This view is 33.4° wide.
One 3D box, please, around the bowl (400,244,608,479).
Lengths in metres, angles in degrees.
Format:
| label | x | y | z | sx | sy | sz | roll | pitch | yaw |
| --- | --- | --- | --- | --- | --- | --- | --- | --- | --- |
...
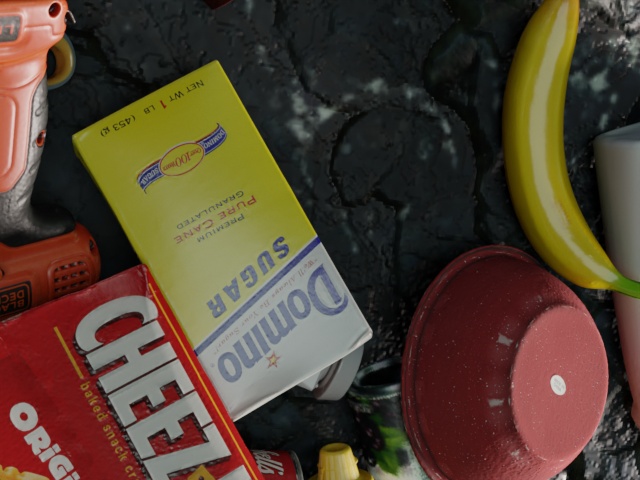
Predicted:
| label | x | y | z | sx | sy | sz | roll | pitch | yaw |
| --- | --- | --- | --- | --- | --- | --- | --- | --- | --- |
| bowl | 0.124 | 0.083 | 0.643 | 0.161 | 0.055 | 0.162 | 0 | 90 | -39 |

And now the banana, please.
| label | x | y | z | sx | sy | sz | roll | pitch | yaw |
| --- | --- | --- | --- | --- | --- | --- | --- | --- | --- |
| banana | 0.147 | -0.053 | 0.662 | 0.070 | 0.037 | 0.198 | -14 | 97 | 15 |

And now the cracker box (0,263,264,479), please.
| label | x | y | z | sx | sy | sz | roll | pitch | yaw |
| --- | --- | --- | --- | --- | --- | --- | --- | --- | --- |
| cracker box | -0.142 | 0.127 | 0.508 | 0.213 | 0.072 | 0.164 | -26 | 83 | -34 |

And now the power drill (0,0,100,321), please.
| label | x | y | z | sx | sy | sz | roll | pitch | yaw |
| --- | --- | --- | --- | --- | --- | --- | --- | --- | --- |
| power drill | -0.190 | -0.031 | 0.511 | 0.184 | 0.057 | 0.188 | -18 | 129 | -40 |

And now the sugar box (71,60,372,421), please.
| label | x | y | z | sx | sy | sz | roll | pitch | yaw |
| --- | --- | --- | --- | --- | --- | --- | --- | --- | --- |
| sugar box | -0.054 | 0.001 | 0.589 | 0.093 | 0.048 | 0.176 | -30 | 87 | -10 |
